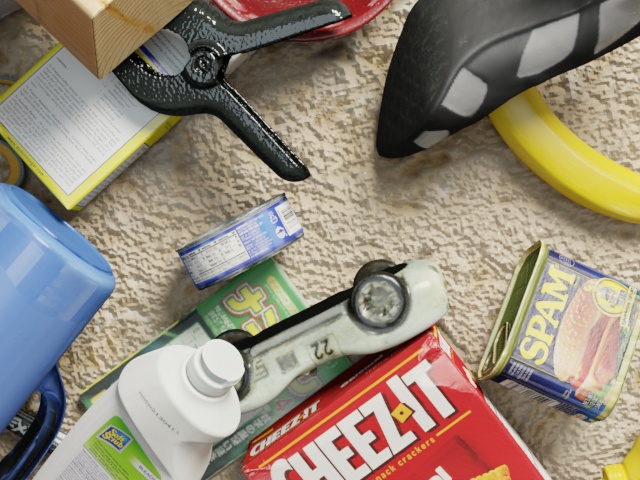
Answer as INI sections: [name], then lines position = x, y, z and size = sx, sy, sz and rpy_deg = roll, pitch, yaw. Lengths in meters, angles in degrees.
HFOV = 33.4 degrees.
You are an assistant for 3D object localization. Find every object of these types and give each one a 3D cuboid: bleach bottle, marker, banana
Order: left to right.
[marker]
position = -0.218, 0.138, 0.792
size = 0.121, 0.020, 0.020
rpy_deg = 29, 96, 1
[bleach bottle]
position = -0.119, 0.150, 0.705
size = 0.102, 0.068, 0.251
rpy_deg = 42, 126, -1
[banana]
position = 0.168, -0.074, 0.738
size = 0.070, 0.037, 0.198
rpy_deg = -39, 91, 8

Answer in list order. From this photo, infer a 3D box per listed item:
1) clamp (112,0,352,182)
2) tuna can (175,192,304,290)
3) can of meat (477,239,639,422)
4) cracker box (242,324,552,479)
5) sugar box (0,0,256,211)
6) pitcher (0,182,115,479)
[clamp]
position = -0.065, -0.123, 0.699
size = 0.171, 0.039, 0.120
rpy_deg = 24, 95, 0
[tuna can]
position = -0.055, 0.001, 0.736
size = 0.086, 0.086, 0.034
rpy_deg = -27, 94, 6
[can of meat]
position = 0.166, 0.064, 0.729
size = 0.084, 0.057, 0.102
rpy_deg = 24, 73, -1
[cracker box]
position = 0.074, 0.187, 0.744
size = 0.164, 0.072, 0.213
rpy_deg = -37, 94, 5
[sugar box]
position = -0.138, -0.112, 0.745
size = 0.176, 0.048, 0.093
rpy_deg = -42, 91, -3
[pitcher]
position = -0.246, 0.089, 0.716
size = 0.145, 0.149, 0.243
rpy_deg = 41, 89, 11
